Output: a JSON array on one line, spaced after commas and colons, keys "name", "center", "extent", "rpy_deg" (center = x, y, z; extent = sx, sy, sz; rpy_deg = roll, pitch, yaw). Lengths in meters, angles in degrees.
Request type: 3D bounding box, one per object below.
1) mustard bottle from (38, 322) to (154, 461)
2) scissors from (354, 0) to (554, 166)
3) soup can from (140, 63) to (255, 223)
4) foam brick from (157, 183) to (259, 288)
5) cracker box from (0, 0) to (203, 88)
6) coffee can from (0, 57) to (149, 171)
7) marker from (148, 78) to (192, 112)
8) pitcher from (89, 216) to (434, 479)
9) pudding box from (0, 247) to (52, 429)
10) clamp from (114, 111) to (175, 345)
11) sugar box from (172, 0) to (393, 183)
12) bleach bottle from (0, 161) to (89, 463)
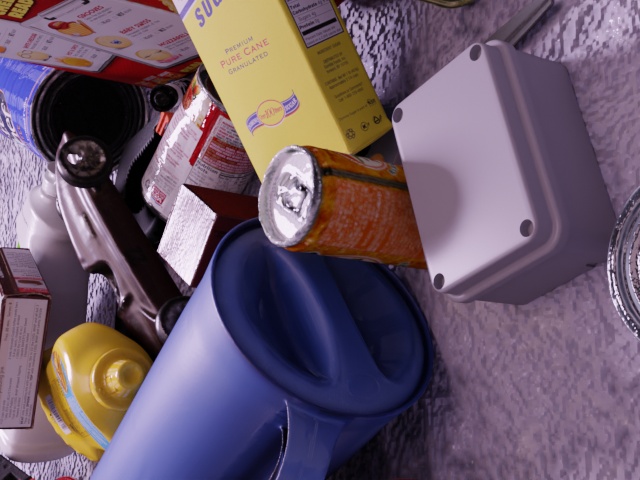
[{"name": "mustard bottle", "center": [-0.156, 0.107, 0.760], "extent": [0.096, 0.058, 0.192], "rpy_deg": [62, 155, 1]}, {"name": "scissors", "center": [0.051, -0.084, 0.617], "extent": [0.202, 0.016, 0.096], "rpy_deg": [-55, 45, 31]}, {"name": "soup can", "center": [-0.075, -0.063, 0.736], "extent": [0.102, 0.068, 0.068], "rpy_deg": [-57, 44, 31]}, {"name": "foam brick", "center": [-0.055, 0.001, 0.691], "extent": [0.051, 0.078, 0.053], "rpy_deg": [39, 113, 49]}, {"name": "cracker box", "center": [-0.164, -0.175, 0.753], "extent": [0.164, 0.213, 0.072], "rpy_deg": [-11, 75, 52]}, {"name": "coffee can", "center": [-0.223, -0.119, 0.913], "extent": [0.140, 0.102, 0.103], "rpy_deg": [27, 105, 51]}, {"name": "marker", "center": [-0.105, -0.105, 0.769], "extent": [0.121, 0.020, 0.020], "rpy_deg": [-84, 10, -79]}, {"name": "pitcher", "center": [-0.051, 0.116, 0.621], "extent": [0.145, 0.148, 0.243], "rpy_deg": [50, 129, 18]}, {"name": "pudding box", "center": [-0.234, 0.073, 0.804], "extent": [0.090, 0.039, 0.113], "rpy_deg": [42, 127, 55]}, {"name": "clamp", "center": [-0.151, -0.019, 0.855], "extent": [0.165, 0.036, 0.210], "rpy_deg": [50, 127, 44]}, {"name": "sugar box", "center": [-0.034, -0.125, 0.616], "extent": [0.094, 0.048, 0.176], "rpy_deg": [-16, 105, 52]}, {"name": "bleach bottle", "center": [-0.225, 0.056, 0.881], "extent": [0.103, 0.067, 0.251], "rpy_deg": [48, 131, 46]}]
